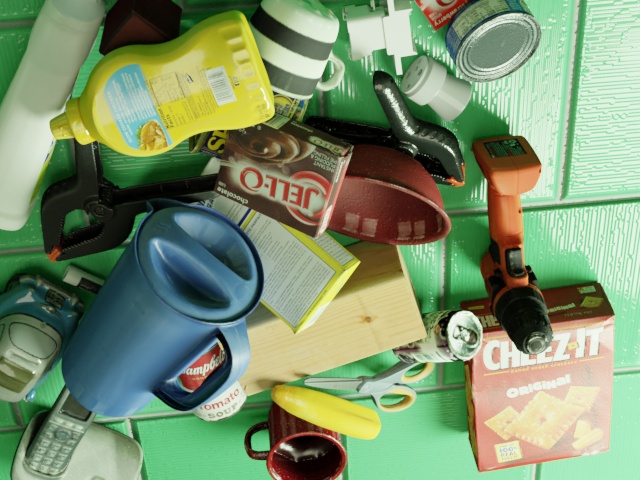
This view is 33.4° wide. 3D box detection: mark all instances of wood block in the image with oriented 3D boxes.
[{"bbox_3d":[-0.001,0.079,1.147,0.206,0.090,0.091,-19,123,7],"label":"wood block"}]

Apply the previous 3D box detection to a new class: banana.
[{"bbox_3d":[0.019,0.195,1.191,0.070,0.037,0.197,7,167,31],"label":"banana"}]

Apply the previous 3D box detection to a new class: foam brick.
[{"bbox_3d":[-0.161,-0.189,0.957,0.053,0.078,0.051,34,117,-25],"label":"foam brick"}]

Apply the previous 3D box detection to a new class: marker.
[{"bbox_3d":[-0.219,0.059,1.153,0.121,0.020,0.020,27,117,-21],"label":"marker"}]

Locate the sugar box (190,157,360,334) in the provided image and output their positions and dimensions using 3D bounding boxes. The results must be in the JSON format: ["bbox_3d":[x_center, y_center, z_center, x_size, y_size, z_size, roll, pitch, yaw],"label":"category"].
[{"bbox_3d":[-0.057,0.001,1.065,0.176,0.048,0.093,42,116,12],"label":"sugar box"}]

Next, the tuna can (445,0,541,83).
[{"bbox_3d":[0.161,-0.190,0.998,0.086,0.034,0.086,-15,146,-11],"label":"tuna can"}]

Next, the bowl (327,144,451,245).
[{"bbox_3d":[0.054,-0.050,1.059,0.162,0.055,0.162,13,160,4],"label":"bowl"}]

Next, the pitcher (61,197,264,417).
[{"bbox_3d":[-0.162,0.088,1.056,0.145,0.149,0.243,26,135,-17],"label":"pitcher"}]

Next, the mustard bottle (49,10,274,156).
[{"bbox_3d":[-0.142,-0.124,0.920,0.191,0.058,0.096,-17,120,6],"label":"mustard bottle"}]

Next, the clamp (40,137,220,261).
[{"bbox_3d":[-0.204,-0.039,1.053,0.164,0.036,0.210,26,132,-21],"label":"clamp"}]

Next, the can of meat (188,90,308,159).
[{"bbox_3d":[-0.069,-0.119,1.027,0.083,0.057,0.102,19,120,-20],"label":"can of meat"}]

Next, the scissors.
[{"bbox_3d":[0.065,0.150,1.200,0.096,0.016,0.201,-46,144,8],"label":"scissors"}]

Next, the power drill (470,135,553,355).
[{"bbox_3d":[0.192,0.001,1.070,0.057,0.184,0.188,-7,115,-2],"label":"power drill"}]

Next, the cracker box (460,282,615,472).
[{"bbox_3d":[0.252,0.163,1.241,0.164,0.072,0.214,-8,124,-1],"label":"cracker box"}]

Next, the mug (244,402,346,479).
[{"bbox_3d":[-0.031,0.232,1.252,0.117,0.081,0.093,-7,124,-2],"label":"mug"}]

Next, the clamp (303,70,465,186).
[{"bbox_3d":[0.070,-0.098,1.058,0.120,0.039,0.171,-15,140,44],"label":"clamp"}]

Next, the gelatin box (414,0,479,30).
[{"bbox_3d":[0.122,-0.248,0.974,0.089,0.030,0.073,-32,122,16],"label":"gelatin box"}]

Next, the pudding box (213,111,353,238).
[{"bbox_3d":[-0.035,-0.066,0.981,0.113,0.039,0.090,26,123,14],"label":"pudding box"}]

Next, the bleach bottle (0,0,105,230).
[{"bbox_3d":[-0.254,-0.135,0.968,0.068,0.102,0.251,23,120,-15],"label":"bleach bottle"}]

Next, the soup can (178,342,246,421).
[{"bbox_3d":[-0.127,0.144,1.192,0.068,0.068,0.102,-14,125,3],"label":"soup can"}]
